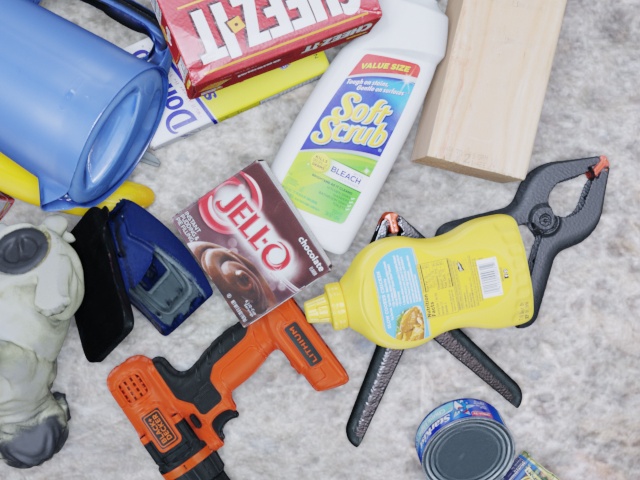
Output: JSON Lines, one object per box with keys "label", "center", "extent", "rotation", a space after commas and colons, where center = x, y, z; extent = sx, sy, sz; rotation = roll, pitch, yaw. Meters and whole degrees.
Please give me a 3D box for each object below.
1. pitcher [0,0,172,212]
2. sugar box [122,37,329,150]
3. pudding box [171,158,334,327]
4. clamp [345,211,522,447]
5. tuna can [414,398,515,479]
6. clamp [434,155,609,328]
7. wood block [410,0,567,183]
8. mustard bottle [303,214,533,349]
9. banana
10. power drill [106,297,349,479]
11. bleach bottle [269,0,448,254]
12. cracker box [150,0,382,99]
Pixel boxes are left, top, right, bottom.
{"label": "pitcher", "center": [-0.251, -0.149, 0.885], "extent": [0.243, 0.149, 0.145], "rotation": [32, 122, 8]}
{"label": "sugar box", "center": [-0.089, -0.156, 0.951], "extent": [0.176, 0.048, 0.093], "rotation": [-25, 92, -3]}
{"label": "pudding box", "center": [-0.056, 0.001, 0.895], "extent": [0.090, 0.039, 0.113], "rotation": [-34, 93, 11]}
{"label": "clamp", "center": [0.076, 0.080, 0.966], "extent": [0.164, 0.036, 0.210], "rotation": [-20, 95, -3]}
{"label": "tuna can", "center": [0.129, 0.184, 0.955], "extent": [0.086, 0.034, 0.086], "rotation": [-4, 118, -7]}
{"label": "clamp", "center": [0.202, -0.006, 0.970], "extent": [0.171, 0.039, 0.120], "rotation": [-35, 96, -1]}
{"label": "wood block", "center": [0.152, -0.161, 0.940], "extent": [0.090, 0.091, 0.206], "rotation": [13, 90, -4]}
{"label": "mustard bottle", "center": [0.081, 0.042, 0.916], "extent": [0.191, 0.058, 0.096], "rotation": [-12, 97, -5]}
{"label": "banana", "center": [-0.242, -0.061, 0.928], "extent": [0.197, 0.037, 0.069], "rotation": [27, 58, -11]}
{"label": "power drill", "center": [-0.070, 0.147, 0.950], "extent": [0.187, 0.057, 0.184], "rotation": [-35, 92, -2]}
{"label": "bleach bottle", "center": [0.032, -0.119, 0.922], "extent": [0.102, 0.068, 0.251], "rotation": [24, 102, -3]}
{"label": "cracker box", "center": [-0.066, -0.242, 0.840], "extent": [0.164, 0.072, 0.214], "rotation": [-22, 91, -7]}
